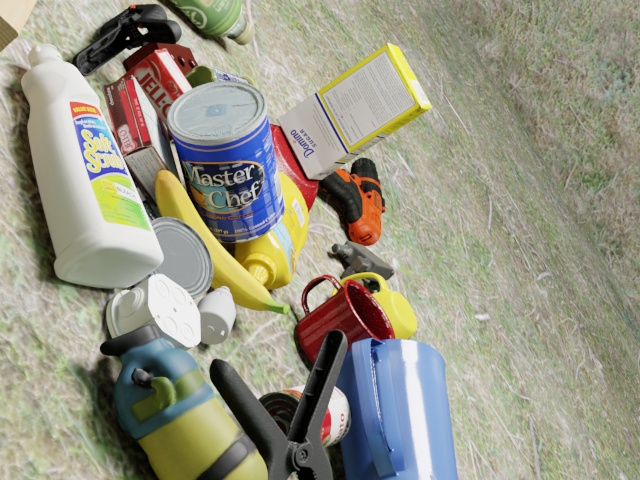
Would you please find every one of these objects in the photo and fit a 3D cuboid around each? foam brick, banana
[{"bbox_3d":[-0.180,-0.195,1.241,0.053,0.051,0.078,64,23,12],"label":"foam brick"},{"bbox_3d":[-0.112,0.008,1.103,0.197,0.070,0.037,48,44,-17],"label":"banana"}]

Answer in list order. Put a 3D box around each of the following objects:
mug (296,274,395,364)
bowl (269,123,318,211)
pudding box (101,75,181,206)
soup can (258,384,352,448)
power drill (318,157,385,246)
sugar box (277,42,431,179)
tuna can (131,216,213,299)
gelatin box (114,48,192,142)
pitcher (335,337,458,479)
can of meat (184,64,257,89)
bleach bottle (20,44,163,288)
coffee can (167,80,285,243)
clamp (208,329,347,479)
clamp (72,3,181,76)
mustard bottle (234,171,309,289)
[{"bbox_3d":[0.020,0.095,1.235,0.117,0.082,0.093,56,19,8],"label":"mug"},{"bbox_3d":[-0.051,-0.094,1.373,0.162,0.055,0.162,45,25,-29],"label":"bowl"},{"bbox_3d":[-0.180,-0.100,1.088,0.113,0.039,0.090,63,7,-63],"label":"pudding box"},{"bbox_3d":[-0.019,0.180,1.071,0.102,0.069,0.068,3,58,-63],"label":"soup can"},{"bbox_3d":[0.025,-0.103,1.537,0.187,0.057,0.184,44,26,-30],"label":"power drill"},{"bbox_3d":[0.041,-0.159,1.338,0.048,0.176,0.093,-5,66,-63],"label":"sugar box"},{"bbox_3d":[-0.147,0.023,1.029,0.086,0.034,0.086,27,48,-35],"label":"tuna can"},{"bbox_3d":[-0.177,-0.153,1.164,0.089,0.073,0.030,56,22,-4],"label":"gelatin box"},{"bbox_3d":[0.081,0.230,1.137,0.149,0.145,0.243,15,45,-22],"label":"pitcher"},{"bbox_3d":[-0.132,-0.152,1.222,0.083,0.102,0.057,9,54,-59],"label":"can of meat"},{"bbox_3d":[-0.228,-0.079,0.984,0.102,0.068,0.251,18,43,-58],"label":"bleach bottle"},{"bbox_3d":[-0.097,-0.082,1.126,0.103,0.103,0.140,-95,177,-47],"label":"coffee can"},{"bbox_3d":[-0.022,0.186,0.976,0.164,0.036,0.210,-18,103,-44],"label":"clamp"},{"bbox_3d":[-0.199,-0.232,1.175,0.171,0.120,0.039,-84,162,-60],"label":"clamp"},{"bbox_3d":[-0.058,0.002,1.226,0.191,0.058,0.096,-74,147,-60],"label":"mustard bottle"}]
